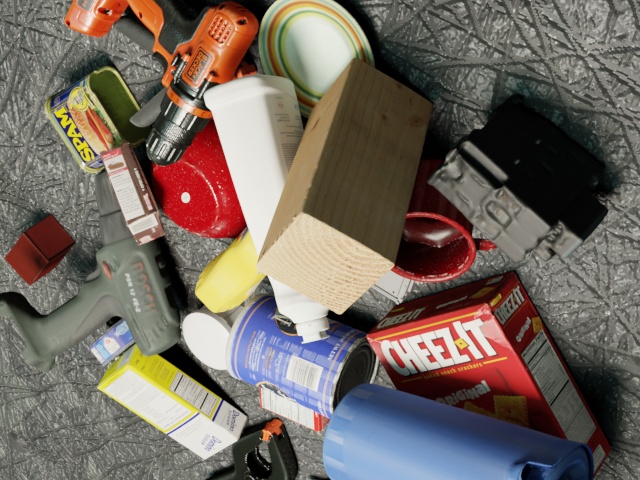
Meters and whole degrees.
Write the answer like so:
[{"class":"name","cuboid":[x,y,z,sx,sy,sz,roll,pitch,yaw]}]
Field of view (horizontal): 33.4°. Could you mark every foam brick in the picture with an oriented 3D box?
[{"class":"foam brick","cuboid":[-0.372,0.014,1.415,0.053,0.051,0.078,49,136,-2]}]

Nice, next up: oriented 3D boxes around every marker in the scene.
[{"class":"marker","cuboid":[-0.283,0.153,1.463,0.020,0.020,0.121,24,130,23]}]

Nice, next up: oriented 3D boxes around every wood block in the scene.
[{"class":"wood block","cuboid":[0.024,-0.052,0.942,0.090,0.206,0.091,29,137,-13]}]

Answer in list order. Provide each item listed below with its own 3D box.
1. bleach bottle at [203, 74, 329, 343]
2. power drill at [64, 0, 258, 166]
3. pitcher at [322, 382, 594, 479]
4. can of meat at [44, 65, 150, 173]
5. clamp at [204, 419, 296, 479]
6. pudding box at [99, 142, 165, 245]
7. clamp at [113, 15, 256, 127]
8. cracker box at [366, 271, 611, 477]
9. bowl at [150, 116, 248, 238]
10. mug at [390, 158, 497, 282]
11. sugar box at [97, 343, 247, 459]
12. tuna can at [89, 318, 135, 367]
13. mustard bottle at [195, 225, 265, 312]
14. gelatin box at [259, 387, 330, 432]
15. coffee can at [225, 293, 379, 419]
[{"class":"bleach bottle","cuboid":[-0.037,-0.026,1.011,0.068,0.102,0.251,-14,88,24]},{"class":"power drill","cuboid":[-0.169,-0.193,1.075,0.188,0.057,0.185,40,111,15]},{"class":"pitcher","cuboid":[0.130,0.227,1.026,0.243,0.144,0.149,16,109,35]},{"class":"can of meat","cuboid":[-0.252,-0.139,1.217,0.084,0.057,0.102,-21,105,41]},{"class":"clamp","cuboid":[-0.088,0.308,1.405,0.165,0.036,0.210,24,128,23]},{"class":"pudding box","cuboid":[-0.211,-0.051,1.202,0.113,0.039,0.090,111,136,-77]},{"class":"clamp","cuboid":[-0.148,-0.186,1.118,0.172,0.039,0.120,-5,113,32]},{"class":"cracker box","cuboid":[0.167,0.155,1.080,0.164,0.072,0.213,-21,104,43]},{"class":"bowl","cuboid":[-0.134,-0.061,1.179,0.162,0.055,0.162,20,129,26]},{"class":"mug","cuboid":[0.113,-0.020,0.988,0.117,0.081,0.093,7,138,8]},{"class":"sugar box","cuboid":[-0.190,0.209,1.379,0.176,0.048,0.094,36,138,-16]},{"class":"tuna can","cuboid":[-0.255,0.123,1.374,0.034,0.086,0.086,52,136,-1]},{"class":"mustard bottle","cuboid":[-0.058,0.001,1.132,0.058,0.096,0.192,47,135,1]},{"class":"gelatin box","cuboid":[-0.031,0.180,1.281,0.089,0.030,0.073,20,130,27]},{"class":"coffee can","cuboid":[-0.020,0.129,1.185,0.140,0.102,0.103,19,129,26]}]
